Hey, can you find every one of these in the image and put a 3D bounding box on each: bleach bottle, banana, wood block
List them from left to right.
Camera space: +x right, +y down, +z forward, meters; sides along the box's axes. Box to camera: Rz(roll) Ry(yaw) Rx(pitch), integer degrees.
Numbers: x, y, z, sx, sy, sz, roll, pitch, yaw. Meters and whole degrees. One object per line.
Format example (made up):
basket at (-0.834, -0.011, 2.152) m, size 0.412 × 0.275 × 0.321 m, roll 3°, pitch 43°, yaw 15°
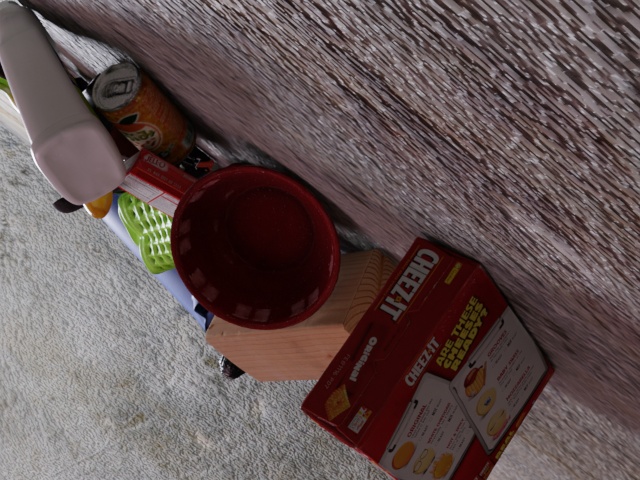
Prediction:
bleach bottle at (-0.265, -0.151, 1.013) m, size 0.251 × 0.068 × 0.102 m, roll 57°, pitch 174°, yaw 34°
banana at (-0.257, -0.093, 1.067) m, size 0.198 × 0.037 × 0.069 m, roll 47°, pitch -147°, yaw 19°
wood block at (-0.007, 0.078, 1.056) m, size 0.207 × 0.090 × 0.090 m, roll -10°, pitch 137°, yaw 47°

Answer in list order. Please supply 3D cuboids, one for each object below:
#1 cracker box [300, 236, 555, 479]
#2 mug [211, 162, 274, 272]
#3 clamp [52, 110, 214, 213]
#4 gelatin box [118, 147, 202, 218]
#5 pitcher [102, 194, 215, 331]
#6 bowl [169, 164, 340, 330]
cracker box at (0.095, 0.119, 0.863) m, size 0.072 × 0.164 × 0.213 m, roll 27°, pitch 168°, yaw 38°
mug at (-0.085, -0.024, 1.078) m, size 0.081 × 0.093 × 0.117 m, roll 44°, pitch 172°, yaw -16°
clamp at (-0.202, -0.075, 1.131) m, size 0.171 × 0.120 × 0.039 m, roll 12°, pitch 176°, yaw -9°
gelatin box at (-0.154, -0.054, 1.027) m, size 0.073 × 0.030 × 0.089 m, roll 30°, pitch 165°, yaw -16°
pitcher at (-0.193, 0.003, 1.540) m, size 0.243 × 0.145 × 0.149 m, roll 43°, pitch 167°, yaw 12°
bowl at (-0.054, 0.000, 0.988) m, size 0.162 × 0.162 × 0.055 m, roll 37°, pitch -154°, yaw -2°
